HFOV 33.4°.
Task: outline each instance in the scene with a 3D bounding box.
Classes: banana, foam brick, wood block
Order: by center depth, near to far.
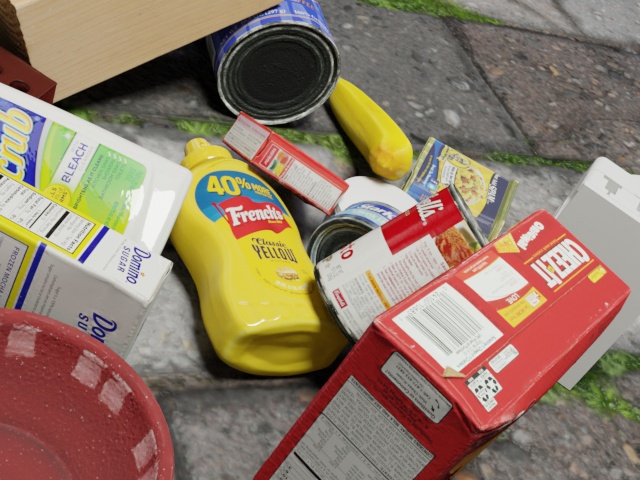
[{"bbox_3d":[-0.227,-0.096,0.717,0.078,0.051,0.053,32,37,1],"label":"foam brick"},{"bbox_3d":[-0.139,-0.193,0.783,0.205,0.091,0.090,-29,52,-21],"label":"wood block"},{"bbox_3d":[0.040,-0.088,0.880,0.069,0.037,0.198,28,16,-30],"label":"banana"}]

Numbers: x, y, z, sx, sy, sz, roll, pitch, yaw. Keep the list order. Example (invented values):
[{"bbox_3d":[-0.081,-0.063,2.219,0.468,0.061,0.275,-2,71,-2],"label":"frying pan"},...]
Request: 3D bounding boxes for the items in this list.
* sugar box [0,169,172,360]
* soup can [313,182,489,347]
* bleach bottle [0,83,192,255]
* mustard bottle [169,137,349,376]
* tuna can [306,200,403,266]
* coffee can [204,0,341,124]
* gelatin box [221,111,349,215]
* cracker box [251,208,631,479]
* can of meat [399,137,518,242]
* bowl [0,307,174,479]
[{"bbox_3d":[-0.179,0.011,0.591,0.176,0.093,0.048,28,36,-6],"label":"sugar box"},{"bbox_3d":[0.055,0.019,0.664,0.068,0.102,0.068,56,11,-16],"label":"soup can"},{"bbox_3d":[-0.209,-0.047,0.639,0.250,0.068,0.102,24,70,-8],"label":"bleach bottle"},{"bbox_3d":[-0.054,0.001,0.720,0.096,0.058,0.192,7,42,-38],"label":"mustard bottle"},{"bbox_3d":[0.032,0.018,0.738,0.086,0.086,0.033,43,39,16],"label":"tuna can"},{"bbox_3d":[-0.048,-0.181,0.900,0.102,0.103,0.140,9,42,-27],"label":"coffee can"},{"bbox_3d":[-0.028,-0.057,0.787,0.073,0.030,0.089,34,2,-25],"label":"gelatin box"},{"bbox_3d":[0.044,0.098,0.544,0.072,0.214,0.163,44,39,15],"label":"cracker box"},{"bbox_3d":[0.107,-0.031,0.873,0.084,0.058,0.102,30,36,2],"label":"can of meat"},{"bbox_3d":[-0.157,0.110,0.523,0.162,0.055,0.162,19,38,-16],"label":"bowl"}]
